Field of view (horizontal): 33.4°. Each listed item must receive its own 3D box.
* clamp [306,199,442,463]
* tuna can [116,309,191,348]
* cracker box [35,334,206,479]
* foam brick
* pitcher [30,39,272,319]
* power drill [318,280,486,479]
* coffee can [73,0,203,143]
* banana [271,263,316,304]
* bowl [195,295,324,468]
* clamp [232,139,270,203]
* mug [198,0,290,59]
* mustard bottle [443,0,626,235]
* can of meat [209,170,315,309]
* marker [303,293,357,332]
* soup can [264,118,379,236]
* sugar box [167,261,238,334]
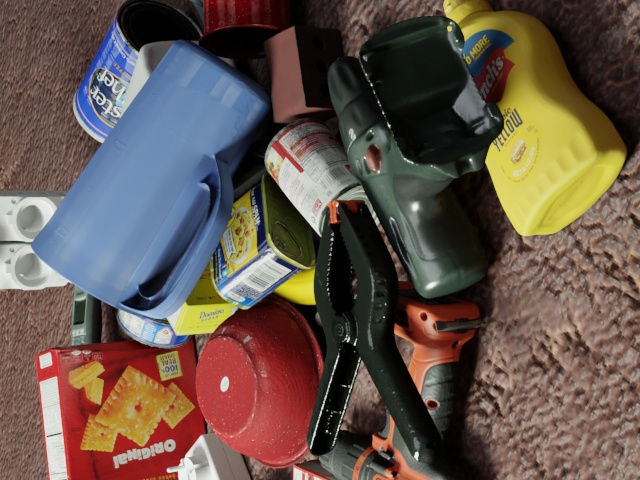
[{"bbox_3d":[0.035,0.072,0.822,0.165,0.036,0.210,-2,90,58],"label":"clamp"},{"bbox_3d":[-0.177,0.078,1.170,0.086,0.085,0.034,49,127,41],"label":"tuna can"},{"bbox_3d":[-0.208,0.216,1.151,0.072,0.163,0.214,-24,72,54],"label":"cracker box"},{"bbox_3d":[-0.012,-0.149,0.963,0.051,0.052,0.078,-19,77,53],"label":"foam brick"},{"bbox_3d":[-0.143,-0.053,0.982,0.243,0.149,0.145,-57,4,3],"label":"pitcher"},{"bbox_3d":[0.063,0.131,0.870,0.185,0.057,0.188,15,105,52],"label":"power drill"},{"bbox_3d":[-0.201,-0.182,1.176,0.141,0.102,0.103,-49,54,43],"label":"coffee can"},{"bbox_3d":[-0.028,0.022,1.009,0.198,0.037,0.069,12,75,50],"label":"banana"},{"bbox_3d":[-0.067,0.132,0.984,0.162,0.055,0.162,0,90,48],"label":"bowl"},{"bbox_3d":[-0.088,-0.068,1.064,0.172,0.039,0.120,-16,47,39],"label":"clamp"},{"bbox_3d":[-0.070,-0.223,1.021,0.117,0.093,0.081,84,-177,-81],"label":"mug"},{"bbox_3d":[0.135,-0.105,0.758,0.096,0.058,0.192,-58,47,46],"label":"mustard bottle"},{"bbox_3d":[-0.056,0.001,0.977,0.084,0.057,0.102,-36,42,29],"label":"can of meat"},{"bbox_3d":[0.019,0.062,0.956,0.121,0.020,0.020,-27,69,51],"label":"marker"},{"bbox_3d":[0.004,-0.051,0.930,0.102,0.068,0.069,51,130,39],"label":"soup can"},{"bbox_3d":[-0.138,0.022,1.108,0.176,0.093,0.048,54,131,37],"label":"sugar box"}]
